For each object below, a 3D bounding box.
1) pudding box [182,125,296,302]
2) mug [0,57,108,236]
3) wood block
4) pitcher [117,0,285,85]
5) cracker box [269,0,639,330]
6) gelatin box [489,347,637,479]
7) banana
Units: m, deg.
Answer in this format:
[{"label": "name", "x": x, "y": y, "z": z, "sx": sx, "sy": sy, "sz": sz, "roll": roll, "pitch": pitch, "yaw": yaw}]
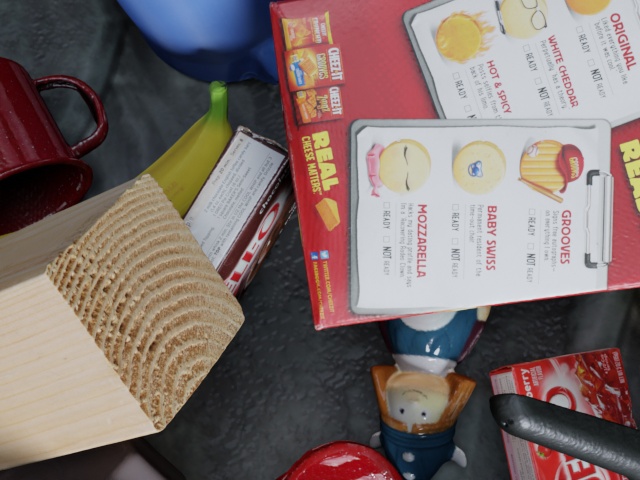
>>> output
[{"label": "pudding box", "x": -0.054, "y": 0.001, "z": 0.605, "sx": 0.039, "sy": 0.090, "sz": 0.113, "roll": 28, "pitch": 82, "yaw": 8}, {"label": "mug", "x": -0.182, "y": -0.058, "z": 0.625, "sx": 0.117, "sy": 0.093, "sz": 0.081, "roll": -29, "pitch": 75, "yaw": -8}, {"label": "wood block", "x": -0.153, "y": 0.053, "z": 0.538, "sx": 0.206, "sy": 0.090, "sz": 0.091, "roll": -19, "pitch": 112, "yaw": 35}, {"label": "pitcher", "x": -0.080, "y": -0.191, "z": 0.563, "sx": 0.149, "sy": 0.242, "sz": 0.145, "roll": 15, "pitch": 83, "yaw": 12}, {"label": "cracker box", "x": 0.091, "y": -0.051, "z": 0.542, "sx": 0.214, "sy": 0.072, "sz": 0.164, "roll": -8, "pitch": 94, "yaw": 3}, {"label": "gelatin box", "x": 0.140, "y": 0.109, "z": 0.593, "sx": 0.073, "sy": 0.030, "sz": 0.089, "roll": -6, "pitch": 79, "yaw": -23}, {"label": "banana", "x": -0.124, "y": -0.020, "z": 0.627, "sx": 0.198, "sy": 0.069, "sz": 0.037, "roll": -34, "pitch": 39, "yaw": 4}]
